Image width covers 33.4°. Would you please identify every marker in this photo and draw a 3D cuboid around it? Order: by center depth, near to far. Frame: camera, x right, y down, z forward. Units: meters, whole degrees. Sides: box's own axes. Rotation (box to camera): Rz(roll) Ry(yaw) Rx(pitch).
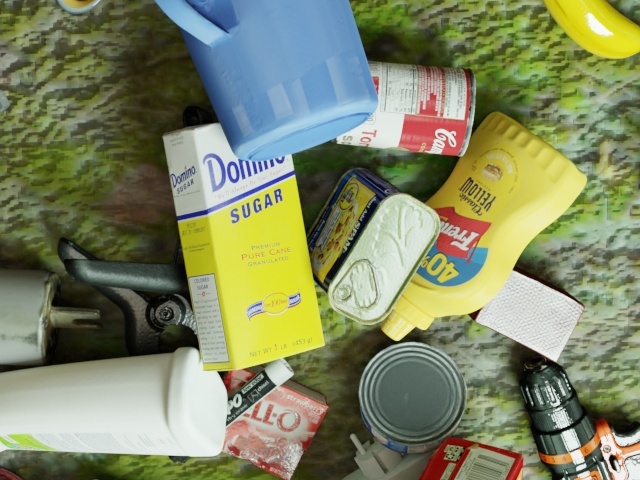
[{"bbox_3d":[-0.073,0.137,0.850,0.121,0.020,0.020,-39,100,5],"label":"marker"}]

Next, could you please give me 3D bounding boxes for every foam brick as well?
[{"bbox_3d":[0.163,0.053,0.863,0.078,0.051,0.053,27,97,-8],"label":"foam brick"}]

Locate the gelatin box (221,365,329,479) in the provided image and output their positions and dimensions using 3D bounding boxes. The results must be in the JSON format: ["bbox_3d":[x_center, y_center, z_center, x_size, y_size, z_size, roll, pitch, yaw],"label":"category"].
[{"bbox_3d":[-0.049,0.146,0.879,0.089,0.030,0.073,26,98,-8],"label":"gelatin box"}]

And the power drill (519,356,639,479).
[{"bbox_3d":[0.272,0.153,0.887,0.187,0.057,0.184,-23,105,4],"label":"power drill"}]

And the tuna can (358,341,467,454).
[{"bbox_3d":[0.074,0.127,0.860,0.086,0.034,0.086,-1,65,2],"label":"tuna can"}]

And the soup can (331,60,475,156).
[{"bbox_3d":[0.062,-0.103,0.819,0.102,0.068,0.068,5,100,-4],"label":"soup can"}]

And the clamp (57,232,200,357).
[{"bbox_3d":[-0.136,0.053,0.851,0.120,0.039,0.171,-12,98,-2],"label":"clamp"}]

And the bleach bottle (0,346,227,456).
[{"bbox_3d":[-0.204,0.129,0.820,0.251,0.102,0.068,-3,62,12],"label":"bleach bottle"}]

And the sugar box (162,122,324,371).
[{"bbox_3d":[-0.055,0.001,0.789,0.093,0.048,0.176,-11,93,-45],"label":"sugar box"}]

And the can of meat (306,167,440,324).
[{"bbox_3d":[0.033,0.001,0.823,0.057,0.084,0.102,27,98,-28],"label":"can of meat"}]

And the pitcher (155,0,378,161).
[{"bbox_3d":[-0.055,-0.181,0.731,0.149,0.145,0.243,-20,88,-9],"label":"pitcher"}]

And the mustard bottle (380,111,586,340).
[{"bbox_3d":[0.112,-0.001,0.831,0.192,0.096,0.058,-53,141,8],"label":"mustard bottle"}]

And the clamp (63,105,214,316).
[{"bbox_3d":[-0.076,0.010,0.828,0.209,0.036,0.164,39,69,-29],"label":"clamp"}]
